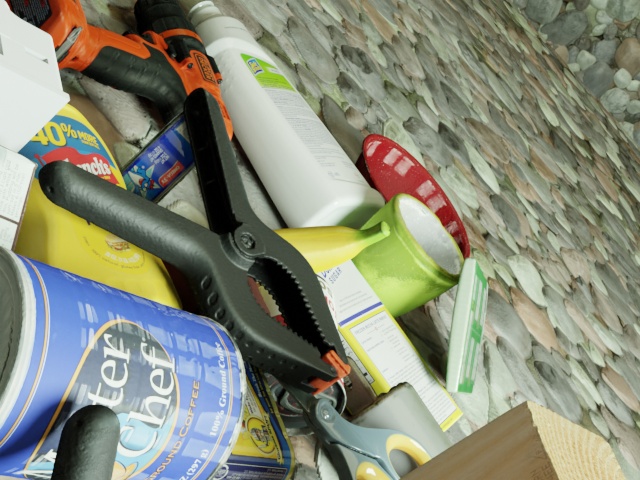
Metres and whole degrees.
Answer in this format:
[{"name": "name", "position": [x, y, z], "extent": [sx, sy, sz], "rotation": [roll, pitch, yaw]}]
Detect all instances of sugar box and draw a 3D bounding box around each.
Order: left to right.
[{"name": "sugar box", "position": [0.034, 0.088, 0.849], "extent": [0.176, 0.048, 0.093], "rotation": [52, 23, 10]}]

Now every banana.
[{"name": "banana", "position": [-0.050, 0.004, 0.766], "extent": [0.197, 0.070, 0.037], "rotation": [-3, 56, -27]}]

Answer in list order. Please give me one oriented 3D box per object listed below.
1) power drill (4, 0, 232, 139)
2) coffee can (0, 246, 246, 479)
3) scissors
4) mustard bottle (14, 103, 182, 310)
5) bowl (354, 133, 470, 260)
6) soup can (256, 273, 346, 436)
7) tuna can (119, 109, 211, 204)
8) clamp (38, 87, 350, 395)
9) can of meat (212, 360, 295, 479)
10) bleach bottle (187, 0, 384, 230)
[{"name": "power drill", "position": [-0.158, -0.163, 0.841], "extent": [0.187, 0.057, 0.184], "rotation": [21, 35, -48]}, {"name": "coffee can", "position": [-0.121, 0.070, 0.526], "extent": [0.140, 0.103, 0.103], "rotation": [25, 35, -46]}, {"name": "scissors", "position": [0.014, 0.110, 0.679], "extent": [0.096, 0.016, 0.202], "rotation": [-26, 82, -53]}, {"name": "mustard bottle", "position": [-0.158, -0.028, 0.651], "extent": [0.096, 0.058, 0.192], "rotation": [5, 51, -53]}, {"name": "bowl", "position": [0.079, -0.028, 1.077], "extent": [0.162, 0.055, 0.162], "rotation": [40, 27, -25]}, {"name": "soup can", "position": [-0.020, 0.076, 0.742], "extent": [0.068, 0.069, 0.102], "rotation": [38, 27, -28]}, {"name": "tuna can", "position": [-0.110, -0.052, 0.737], "extent": [0.033, 0.086, 0.086], "rotation": [46, 25, -9]}, {"name": "clamp", "position": [-0.054, 0.001, 0.655], "extent": [0.210, 0.036, 0.164], "rotation": [47, 37, -7]}, {"name": "can of meat", "position": [-0.069, 0.104, 0.629], "extent": [0.083, 0.058, 0.102], "rotation": [21, 39, -53]}, {"name": "bleach bottle", "position": [-0.045, -0.115, 0.973], "extent": [0.251, 0.068, 0.102], "rotation": [58, 24, 18]}]
